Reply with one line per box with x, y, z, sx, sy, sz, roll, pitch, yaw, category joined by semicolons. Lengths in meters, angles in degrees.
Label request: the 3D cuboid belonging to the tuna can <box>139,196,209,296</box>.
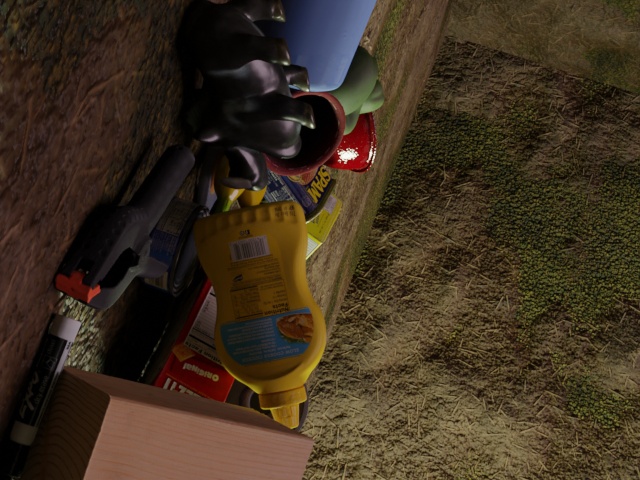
-0.130;0.005;0.955;0.086;0.034;0.086;19;89;-83;tuna can

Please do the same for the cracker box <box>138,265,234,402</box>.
-0.116;0.108;1.020;0.164;0.072;0.213;-49;-165;53;cracker box

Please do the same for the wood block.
-0.115;0.166;0.816;0.205;0.090;0.091;22;86;-44;wood block

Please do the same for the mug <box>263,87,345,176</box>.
-0.044;-0.124;1.024;0.093;0.117;0.082;-61;-139;22;mug

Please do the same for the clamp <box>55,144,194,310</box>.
-0.148;0.010;0.813;0.171;0.039;0.120;-52;156;-52;clamp

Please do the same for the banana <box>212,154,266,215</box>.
-0.080;-0.058;1.050;0.070;0.037;0.197;-64;176;6;banana

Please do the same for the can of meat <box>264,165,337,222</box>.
-0.034;-0.074;1.266;0.058;0.084;0.102;-26;-160;29;can of meat

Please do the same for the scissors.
-0.117;-0.023;1.068;0.096;0.016;0.202;-53;161;-70;scissors

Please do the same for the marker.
-0.199;0.111;0.750;0.020;0.020;0.121;72;37;-79;marker

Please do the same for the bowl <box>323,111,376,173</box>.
0.004;-0.151;1.309;0.055;0.162;0.162;-23;150;-22;bowl

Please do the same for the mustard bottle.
-0.046;0.067;0.917;0.058;0.096;0.191;23;55;-85;mustard bottle

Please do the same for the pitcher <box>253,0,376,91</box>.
0.013;-0.261;0.950;0.145;0.149;0.243;-87;-165;-66;pitcher
